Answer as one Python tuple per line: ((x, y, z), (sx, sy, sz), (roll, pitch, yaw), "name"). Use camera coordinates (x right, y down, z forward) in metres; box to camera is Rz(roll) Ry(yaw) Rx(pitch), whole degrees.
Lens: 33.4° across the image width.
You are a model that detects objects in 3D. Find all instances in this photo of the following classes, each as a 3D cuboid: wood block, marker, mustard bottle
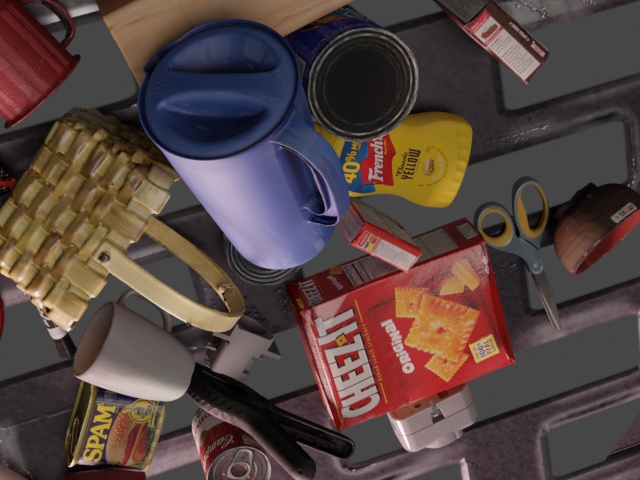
((-0.086, -0.216, 0.956), (0.206, 0.091, 0.090), (-28, 117, -3), "wood block")
((-0.272, 0.068, 1.066), (0.020, 0.020, 0.121), (-21, 117, -7), "marker")
((0.051, -0.090, 1.071), (0.191, 0.058, 0.096), (6, 116, -19), "mustard bottle")

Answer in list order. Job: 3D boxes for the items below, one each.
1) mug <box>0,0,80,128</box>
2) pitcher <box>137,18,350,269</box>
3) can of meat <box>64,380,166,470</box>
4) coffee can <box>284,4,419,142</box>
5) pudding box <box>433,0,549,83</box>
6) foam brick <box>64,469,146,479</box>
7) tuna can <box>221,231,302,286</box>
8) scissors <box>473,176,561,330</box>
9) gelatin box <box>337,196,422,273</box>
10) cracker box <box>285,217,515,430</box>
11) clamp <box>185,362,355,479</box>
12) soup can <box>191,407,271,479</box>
((-0.264, -0.167, 0.933), (0.081, 0.093, 0.117), (46, 67, -23), "mug")
((-0.050, -0.065, 0.932), (0.145, 0.149, 0.242), (-14, 152, 6), "pitcher")
((-0.213, 0.189, 1.116), (0.083, 0.057, 0.102), (11, 109, -23), "can of meat")
((0.019, -0.160, 0.983), (0.102, 0.140, 0.103), (-6, 114, -14), "coffee can")
((0.161, -0.205, 1.022), (0.090, 0.113, 0.039), (35, 102, -26), "pudding box")
((-0.227, 0.270, 1.121), (0.051, 0.078, 0.053), (19, 66, -45), "foam brick")
((-0.057, 0.001, 1.092), (0.086, 0.034, 0.086), (-6, 114, -14), "tuna can")
((0.222, 0.025, 1.197), (0.096, 0.016, 0.202), (-13, 116, -9), "scissors")
((0.055, -0.009, 1.090), (0.073, 0.089, 0.030), (27, 104, -25), "gelatin box")
((0.090, 0.092, 1.154), (0.213, 0.072, 0.164), (-21, 117, -6), "cracker box")
((-0.068, 0.181, 1.096), (0.210, 0.164, 0.036), (28, 95, 9), "clamp")
((-0.097, 0.221, 1.138), (0.068, 0.102, 0.068), (-6, 115, -14), "soup can")
